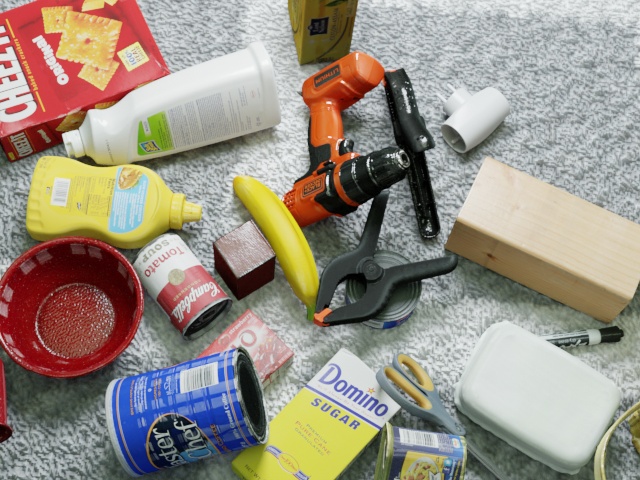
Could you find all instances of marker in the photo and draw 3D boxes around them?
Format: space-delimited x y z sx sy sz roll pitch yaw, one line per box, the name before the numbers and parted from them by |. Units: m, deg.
marker | 0.281 0.111 1.197 0.121 0.020 0.020 -6 68 -5

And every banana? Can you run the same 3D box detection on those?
banana | -0.049 -0.005 1.201 0.037 0.070 0.198 -15 67 -33

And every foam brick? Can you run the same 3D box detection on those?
foam brick | -0.084 0.023 1.186 0.051 0.078 0.053 -32 75 -15

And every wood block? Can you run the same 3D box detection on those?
wood block | 0.256 0.001 1.203 0.206 0.091 0.090 25 69 7

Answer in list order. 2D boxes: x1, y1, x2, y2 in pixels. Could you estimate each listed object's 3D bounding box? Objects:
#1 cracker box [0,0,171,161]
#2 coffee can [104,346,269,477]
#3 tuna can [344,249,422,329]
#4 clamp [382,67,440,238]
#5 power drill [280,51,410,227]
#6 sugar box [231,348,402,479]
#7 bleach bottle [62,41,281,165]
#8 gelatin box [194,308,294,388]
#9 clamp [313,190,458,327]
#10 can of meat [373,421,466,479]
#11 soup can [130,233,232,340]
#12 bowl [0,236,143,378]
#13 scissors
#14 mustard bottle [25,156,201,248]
cracker box | -0.303 -0.212 1.275 0.213 0.072 0.164 -22 70 -11
coffee can | -0.134 0.175 1.089 0.140 0.102 0.103 -16 68 8
tuna can | 0.070 0.056 1.202 0.086 0.034 0.086 1 68 -2
clamp | 0.103 -0.128 1.226 0.036 0.164 0.210 -11 59 -1
power drill | 0.030 -0.119 1.211 0.057 0.185 0.187 29 54 -36
sugar box | -0.001 0.206 1.131 0.093 0.048 0.176 40 73 13
bleach bottle | -0.176 -0.150 1.240 0.250 0.102 0.068 -17 40 -9
gelatin box | -0.084 0.131 1.166 0.073 0.030 0.089 43 72 14
clamp | 0.065 0.038 1.169 0.120 0.039 0.171 35 77 16
can of meat | 0.100 0.244 1.096 0.084 0.057 0.102 9 106 -2
soup can | -0.154 0.050 1.177 0.068 0.068 0.102 -36 73 -16
bowl | -0.271 0.079 1.166 0.162 0.055 0.162 1 68 -2
scissors | 0.139 0.190 1.153 0.201 0.016 0.096 38 25 -14
mustard bottle | -0.231 -0.040 1.215 0.191 0.058 0.096 5 69 0
